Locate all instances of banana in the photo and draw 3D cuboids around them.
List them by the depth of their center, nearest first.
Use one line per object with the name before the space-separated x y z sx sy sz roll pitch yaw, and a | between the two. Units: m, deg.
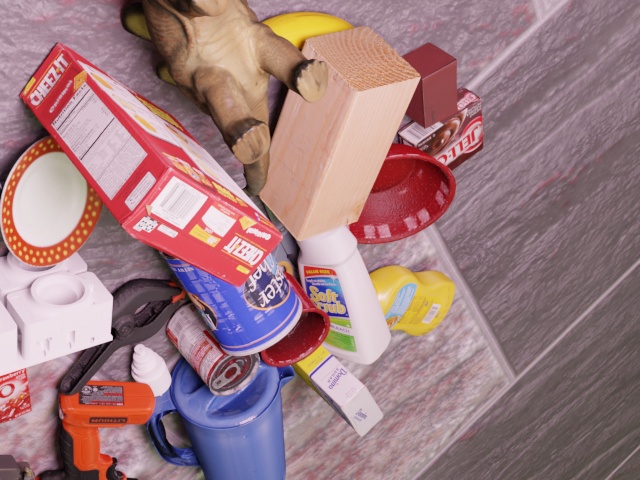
banana | -0.015 -0.203 1.101 0.197 0.037 0.070 -17 131 -39

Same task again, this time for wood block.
wood block | 0.013 -0.111 1.124 0.090 0.090 0.206 -21 147 -37

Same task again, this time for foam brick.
foam brick | 0.124 -0.181 1.247 0.053 0.051 0.078 -30 140 -20

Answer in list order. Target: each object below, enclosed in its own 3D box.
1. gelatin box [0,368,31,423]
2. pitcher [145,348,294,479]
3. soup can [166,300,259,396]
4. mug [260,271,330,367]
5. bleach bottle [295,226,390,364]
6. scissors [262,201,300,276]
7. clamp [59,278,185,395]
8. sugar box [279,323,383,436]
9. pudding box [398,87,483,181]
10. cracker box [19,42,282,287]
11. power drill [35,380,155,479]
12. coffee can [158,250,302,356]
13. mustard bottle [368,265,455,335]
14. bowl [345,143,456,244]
gelatin box | -0.352 0.165 1.121 0.089 0.030 0.073 -22 137 -30
pitcher | -0.117 0.243 1.353 0.144 0.149 0.243 -57 156 -35
soup can | -0.126 0.123 1.241 0.068 0.102 0.068 -26 138 -26
mug | -0.048 0.082 1.272 0.093 0.082 0.117 -22 140 -19
bleach bottle | 0.013 0.045 1.297 0.068 0.103 0.251 -50 141 -28
scissors | -0.058 0.002 1.267 0.096 0.016 0.201 -47 143 0
clamp | -0.227 0.100 1.175 0.171 0.039 0.120 -21 138 -31
sugar box | -0.003 0.161 1.334 0.048 0.176 0.093 -40 143 -9
pudding box | 0.152 -0.126 1.335 0.113 0.039 0.090 -34 142 -16
cracker box | -0.152 -0.066 0.949 0.072 0.214 0.164 -49 143 7
power drill | -0.242 0.252 1.243 0.184 0.057 0.188 4 120 -18
coffee can | -0.096 0.040 1.154 0.102 0.103 0.140 -36 118 -13
mustard bottle | 0.101 0.081 1.459 0.191 0.058 0.096 10 118 -48
bowl | 0.077 -0.066 1.277 0.162 0.055 0.162 -10 143 -8
